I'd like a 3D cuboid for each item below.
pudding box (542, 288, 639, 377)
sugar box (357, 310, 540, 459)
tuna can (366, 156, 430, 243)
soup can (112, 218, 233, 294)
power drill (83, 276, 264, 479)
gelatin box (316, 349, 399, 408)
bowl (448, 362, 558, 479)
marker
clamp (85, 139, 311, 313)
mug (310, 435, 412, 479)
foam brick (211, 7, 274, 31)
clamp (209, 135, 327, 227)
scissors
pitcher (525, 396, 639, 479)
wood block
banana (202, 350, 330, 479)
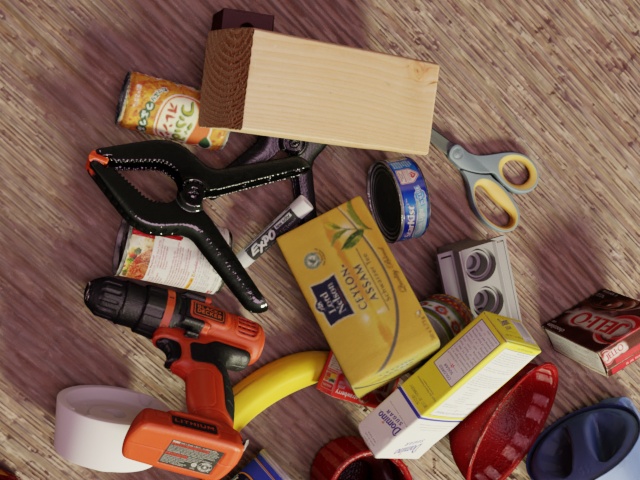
[{"bbox_3d":[0.310,0.098,1.155,0.090,0.114,0.039,-28,106,-13],"label":"pudding box"},{"bbox_3d":[0.125,0.144,1.041,0.176,0.048,0.093,-42,150,19],"label":"sugar box"},{"bbox_3d":[0.079,-0.042,1.084,0.033,0.086,0.086,-12,99,-18],"label":"tuna can"},{"bbox_3d":[-0.143,0.010,1.029,0.102,0.069,0.068,13,91,-19],"label":"soup can"},{"bbox_3d":[-0.137,0.120,0.988,0.184,0.187,0.057,18,129,-19],"label":"power drill"},{"bbox_3d":[0.046,0.133,1.105,0.089,0.030,0.073,24,86,-41],"label":"gelatin box"},{"bbox_3d":[0.185,0.188,1.132,0.161,0.055,0.162,-35,141,-34],"label":"bowl"},{"bbox_3d":[-0.057,0.001,1.061,0.121,0.020,0.020,-42,107,12],"label":"marker"},{"bbox_3d":[-0.119,-0.028,0.994,0.209,0.036,0.164,15,67,-14],"label":"clamp"},{"bbox_3d":[0.048,0.256,1.105,0.117,0.082,0.093,29,86,-18],"label":"mug"},{"bbox_3d":[-0.080,-0.181,1.039,0.053,0.051,0.078,5,94,-18],"label":"foam brick"},{"bbox_3d":[-0.026,-0.090,1.073,0.120,0.039,0.171,31,89,-28],"label":"clamp"},{"bbox_3d":[0.162,-0.099,1.142,0.096,0.016,0.201,-39,105,-12],"label":"scissors"},{"bbox_3d":[0.346,0.304,1.188,0.149,0.145,0.242,-33,108,0],"label":"pitcher"},{"bbox_3d":[0.000,-0.138,1.003,0.205,0.090,0.091,4,95,-33],"label":"wood block"},{"bbox_3d":[-0.065,0.168,1.088,0.197,0.037,0.069,-43,129,-7],"label":"banana"}]
